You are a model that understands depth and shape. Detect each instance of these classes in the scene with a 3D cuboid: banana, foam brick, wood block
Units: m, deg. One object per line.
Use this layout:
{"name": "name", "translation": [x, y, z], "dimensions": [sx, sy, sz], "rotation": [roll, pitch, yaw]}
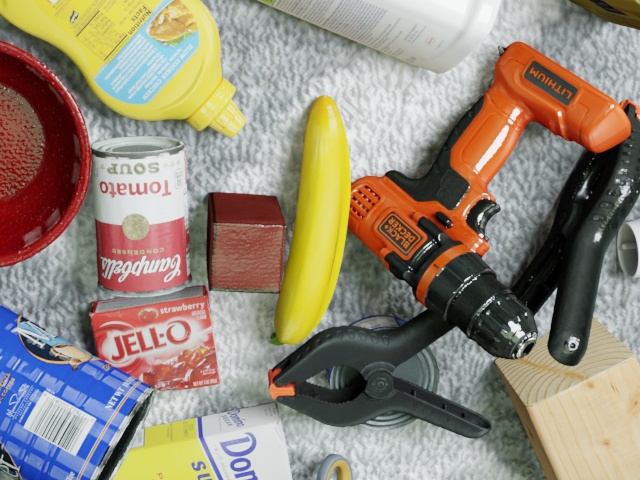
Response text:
{"name": "banana", "translation": [-0.008, -0.004, 0.773], "dimensions": [0.037, 0.070, 0.198], "rotation": [4, 107, -32]}
{"name": "foam brick", "translation": [-0.055, 0.001, 0.766], "dimensions": [0.051, 0.078, 0.053], "rotation": [2, 108, -8]}
{"name": "wood block", "translation": [0.226, 0.178, 0.846], "dimensions": [0.090, 0.091, 0.206], "rotation": [-26, 108, 1]}

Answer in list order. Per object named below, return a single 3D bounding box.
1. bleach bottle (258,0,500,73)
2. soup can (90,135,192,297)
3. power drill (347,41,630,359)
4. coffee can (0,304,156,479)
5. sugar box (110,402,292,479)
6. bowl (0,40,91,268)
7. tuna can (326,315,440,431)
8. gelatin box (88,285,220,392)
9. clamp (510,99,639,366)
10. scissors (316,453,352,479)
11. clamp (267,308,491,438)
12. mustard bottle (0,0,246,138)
{"name": "bleach bottle", "translation": [-0.012, -0.187, 0.703], "dimensions": [0.250, 0.103, 0.068], "rotation": [18, 74, -12]}
{"name": "soup can", "translation": [-0.127, -0.018, 0.757], "dimensions": [0.068, 0.068, 0.102], "rotation": [-2, 106, -6]}
{"name": "power drill", "translation": [0.125, -0.032, 0.741], "dimensions": [0.187, 0.185, 0.057], "rotation": [-48, 148, 1]}
{"name": "coffee can", "translation": [-0.201, 0.116, 0.751], "dimensions": [0.140, 0.102, 0.103], "rotation": [28, 102, 2]}
{"name": "sugar box", "translation": [-0.110, 0.191, 0.832], "dimensions": [0.176, 0.048, 0.093], "rotation": [-10, 107, -3]}
{"name": "bowl", "translation": [-0.238, -0.063, 0.736], "dimensions": [0.162, 0.055, 0.162], "rotation": [-2, 107, -6]}
{"name": "tuna can", "translation": [0.048, 0.102, 0.831], "dimensions": [0.086, 0.034, 0.086], "rotation": [-2, 107, -6]}
{"name": "gelatin box", "translation": [-0.124, 0.078, 0.805], "dimensions": [0.089, 0.030, 0.073], "rotation": [-8, 107, -5]}
{"name": "clamp", "translation": [0.190, -0.003, 0.765], "dimensions": [0.036, 0.164, 0.210], "rotation": [27, 92, -8]}
{"name": "scissors", "translation": [0.012, 0.252, 0.874], "dimensions": [0.096, 0.016, 0.201], "rotation": [-55, 142, -31]}
{"name": "clamp", "translation": [0.050, 0.107, 0.794], "dimensions": [0.171, 0.039, 0.120], "rotation": [-13, 103, 4]}
{"name": "mustard bottle", "translation": [-0.126, -0.139, 0.725], "dimensions": [0.191, 0.058, 0.096], "rotation": [42, 99, -16]}
